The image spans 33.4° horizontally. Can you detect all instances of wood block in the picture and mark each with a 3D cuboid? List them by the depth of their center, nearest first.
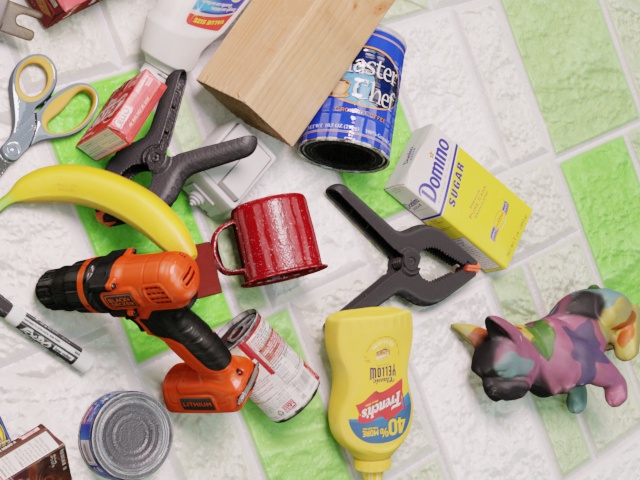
[{"bbox_3d":[-0.021,-0.214,1.101,0.206,0.091,0.090,-55,138,-4],"label":"wood block"}]

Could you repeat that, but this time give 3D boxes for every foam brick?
[{"bbox_3d":[-0.139,0.035,1.046,0.051,0.078,0.053,-12,88,-32],"label":"foam brick"}]

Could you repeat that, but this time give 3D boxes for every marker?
[{"bbox_3d":[-0.264,0.084,0.994,0.121,0.020,0.020,38,64,-21],"label":"marker"}]

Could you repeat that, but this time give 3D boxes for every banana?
[{"bbox_3d":[-0.204,-0.032,1.004,0.198,0.037,0.069,13,79,4],"label":"banana"}]

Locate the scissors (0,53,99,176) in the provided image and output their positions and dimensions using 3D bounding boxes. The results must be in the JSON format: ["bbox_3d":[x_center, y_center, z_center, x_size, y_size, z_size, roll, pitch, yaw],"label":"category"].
[{"bbox_3d":[-0.298,-0.104,1.006,0.201,0.016,0.096,-40,102,-30],"label":"scissors"}]

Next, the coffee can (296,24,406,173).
[{"bbox_3d":[0.035,-0.156,1.172,0.102,0.103,0.140,17,73,-29],"label":"coffee can"}]

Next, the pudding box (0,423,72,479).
[{"bbox_3d":[-0.262,0.224,0.926,0.089,0.039,0.113,-31,139,-32],"label":"pudding box"}]

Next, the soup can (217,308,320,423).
[{"bbox_3d":[-0.057,0.128,1.088,0.102,0.069,0.068,48,61,-17],"label":"soup can"}]

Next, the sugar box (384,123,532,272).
[{"bbox_3d":[0.167,-0.049,1.272,0.176,0.048,0.093,38,64,-23],"label":"sugar box"}]

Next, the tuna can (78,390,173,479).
[{"bbox_3d":[-0.185,0.186,1.018,0.086,0.034,0.086,6,79,-31],"label":"tuna can"}]

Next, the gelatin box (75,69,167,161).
[{"bbox_3d":[-0.193,-0.120,1.031,0.030,0.089,0.073,38,64,-21],"label":"gelatin box"}]

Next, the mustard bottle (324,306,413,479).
[{"bbox_3d":[0.054,0.170,1.145,0.096,0.058,0.191,-5,97,-31],"label":"mustard bottle"}]

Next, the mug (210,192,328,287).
[{"bbox_3d":[-0.057,0.001,1.102,0.117,0.093,0.081,-12,83,-15],"label":"mug"}]

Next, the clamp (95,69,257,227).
[{"bbox_3d":[-0.159,-0.087,1.048,0.171,0.039,0.120,-36,66,-3],"label":"clamp"}]

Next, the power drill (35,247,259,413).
[{"bbox_3d":[-0.157,0.086,0.995,0.187,0.185,0.057,55,44,-35],"label":"power drill"}]

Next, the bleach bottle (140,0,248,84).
[{"bbox_3d":[-0.104,-0.262,1.080,0.251,0.068,0.102,-58,151,7],"label":"bleach bottle"}]

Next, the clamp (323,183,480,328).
[{"bbox_3d":[0.090,0.016,1.217,0.209,0.036,0.164,-2,86,-30],"label":"clamp"}]
